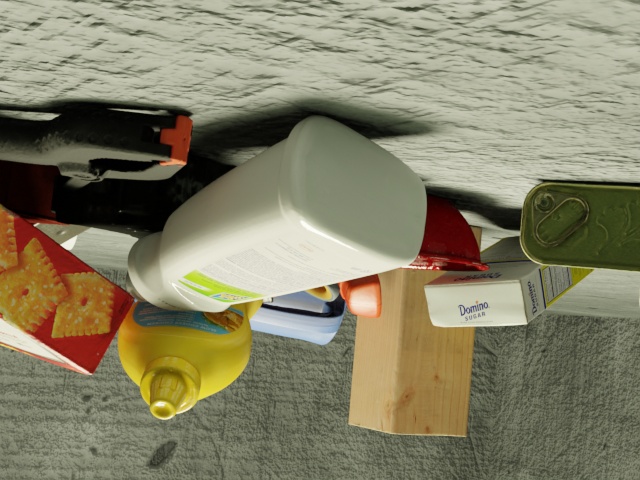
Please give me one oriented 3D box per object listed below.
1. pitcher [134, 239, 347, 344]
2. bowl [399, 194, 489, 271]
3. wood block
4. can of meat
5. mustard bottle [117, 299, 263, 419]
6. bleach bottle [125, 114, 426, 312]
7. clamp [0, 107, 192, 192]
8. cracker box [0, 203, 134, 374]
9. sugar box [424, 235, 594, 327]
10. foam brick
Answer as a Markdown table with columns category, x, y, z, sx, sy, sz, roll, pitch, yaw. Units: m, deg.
| category | x | y | z | sx | sy | sz | roll | pitch | yaw |
| --- | --- | --- | --- | --- | --- | --- | --- | --- | --- |
| pitcher | -0.091 | 0.045 | 1.249 | 0.242 | 0.145 | 0.149 | 10 | 157 | -19 |
| bowl | 0.060 | -0.008 | 0.883 | 0.162 | 0.055 | 0.162 | 5 | 175 | 0 |
| wood block | 0.095 | 0.086 | 1.065 | 0.090 | 0.206 | 0.091 | 7 | 174 | -27 |
| can of meat | 0.199 | -0.007 | 0.750 | 0.102 | 0.057 | 0.083 | 4 | 178 | 21 |
| mustard bottle | -0.097 | 0.066 | 0.786 | 0.096 | 0.058 | 0.191 | 7 | -151 | 1 |
| bleach bottle | -0.054 | 0.001 | 0.670 | 0.102 | 0.068 | 0.251 | 27 | 152 | -33 |
| clamp | -0.141 | -0.054 | 0.656 | 0.172 | 0.039 | 0.120 | 4 | 176 | 27 |
| cracker box | -0.254 | 0.001 | 0.718 | 0.164 | 0.072 | 0.213 | 10 | 155 | 43 |
| sugar box | 0.175 | 0.034 | 0.966 | 0.094 | 0.048 | 0.175 | -5 | -167 | 35 |
| foam brick | -0.231 | -0.043 | 0.810 | 0.053 | 0.051 | 0.078 | 4 | 175 | 24 |
